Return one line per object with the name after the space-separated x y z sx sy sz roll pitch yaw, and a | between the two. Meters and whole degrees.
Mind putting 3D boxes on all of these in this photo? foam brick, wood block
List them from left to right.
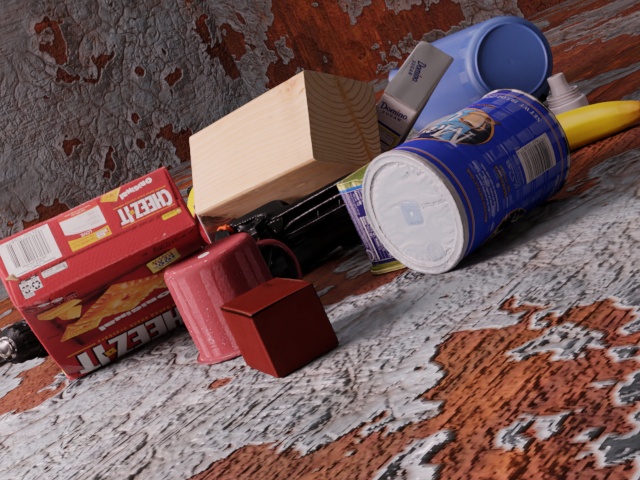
-0.031 0.062 0.779 0.053 0.051 0.078 -27 10 -18 | foam brick
-0.040 -0.091 1.091 0.090 0.091 0.207 5 -17 -38 | wood block

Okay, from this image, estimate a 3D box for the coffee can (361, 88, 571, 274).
0.117 -0.049 0.851 0.140 0.103 0.103 -32 12 -35 | coffee can

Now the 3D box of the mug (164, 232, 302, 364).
-0.068 0.040 0.891 0.117 0.081 0.093 -29 11 -22 | mug

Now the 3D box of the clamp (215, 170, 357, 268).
-0.057 0.001 1.040 0.164 0.036 0.210 -46 19 -27 | clamp

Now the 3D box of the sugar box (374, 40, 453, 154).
0.073 -0.122 1.124 0.093 0.048 0.176 -55 -5 -35 | sugar box

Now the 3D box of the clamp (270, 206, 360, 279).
0.017 -0.009 1.073 0.171 0.039 0.120 -30 16 10 | clamp

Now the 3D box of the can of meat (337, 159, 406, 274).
0.069 -0.031 0.925 0.058 0.084 0.101 -16 13 42 | can of meat

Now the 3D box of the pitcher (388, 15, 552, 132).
0.201 -0.201 1.324 0.149 0.145 0.243 -34 7 -11 | pitcher

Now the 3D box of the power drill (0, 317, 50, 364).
-0.241 0.057 1.143 0.188 0.057 0.184 -36 -2 22 | power drill

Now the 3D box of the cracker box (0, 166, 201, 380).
-0.188 0.038 0.970 0.164 0.072 0.214 -26 -21 -11 | cracker box
